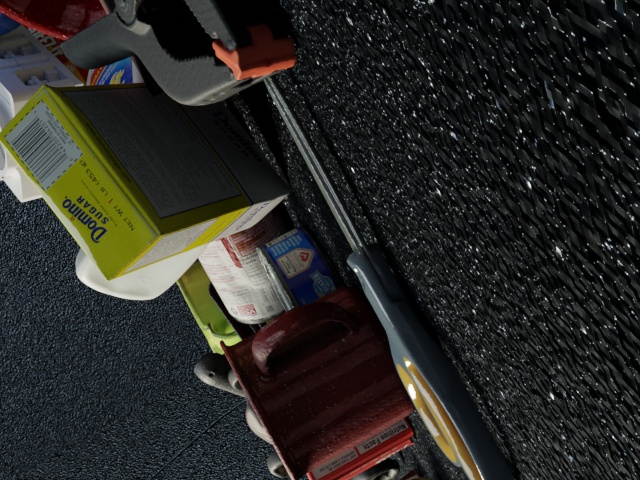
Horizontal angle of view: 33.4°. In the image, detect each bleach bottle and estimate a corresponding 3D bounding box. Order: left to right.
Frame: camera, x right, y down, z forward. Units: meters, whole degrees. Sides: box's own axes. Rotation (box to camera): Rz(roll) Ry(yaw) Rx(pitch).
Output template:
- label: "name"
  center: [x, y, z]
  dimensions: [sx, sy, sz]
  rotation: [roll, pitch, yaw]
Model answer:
- label: "bleach bottle"
  center: [-0.131, -0.087, 0.748]
  dimensions: [0.068, 0.103, 0.251]
  rotation: [20, -140, -35]

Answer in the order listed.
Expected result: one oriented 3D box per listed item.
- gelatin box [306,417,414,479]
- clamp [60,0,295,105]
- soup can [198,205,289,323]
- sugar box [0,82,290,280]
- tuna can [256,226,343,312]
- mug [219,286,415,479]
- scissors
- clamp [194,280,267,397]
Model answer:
- label: "gelatin box"
  center: [0.009, 0.111, 0.703]
  dimensions: [0.089, 0.073, 0.030]
  rotation: [58, 171, 25]
- label: "clamp"
  center: [-0.073, -0.116, 0.454]
  dimensions: [0.172, 0.039, 0.120]
  rotation: [26, 135, 44]
- label: "soup can"
  center: [-0.055, 0.001, 0.767]
  dimensions: [0.102, 0.068, 0.068]
  rotation: [65, 173, -30]
- label: "sugar box"
  center: [-0.087, -0.040, 0.581]
  dimensions: [0.093, 0.048, 0.176]
  rotation: [52, -162, 5]
- label: "tuna can"
  center: [-0.006, 0.035, 0.679]
  dimensions: [0.086, 0.033, 0.086]
  rotation: [61, 173, 12]
- label: "mug"
  center: [-0.002, 0.071, 0.588]
  dimensions: [0.093, 0.081, 0.117]
  rotation: [57, 172, 38]
- label: "scissors"
  center: [0.026, 0.024, 0.473]
  dimensions: [0.202, 0.016, 0.096]
  rotation: [60, 173, 15]
- label: "clamp"
  center: [-0.028, 0.129, 0.911]
  dimensions: [0.210, 0.036, 0.164]
  rotation: [45, -164, -10]
